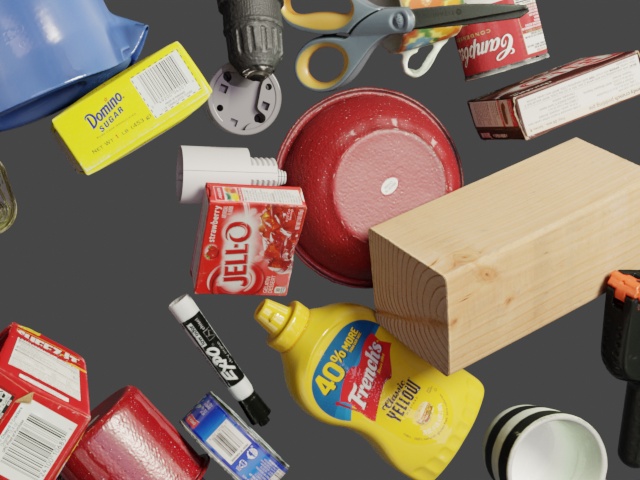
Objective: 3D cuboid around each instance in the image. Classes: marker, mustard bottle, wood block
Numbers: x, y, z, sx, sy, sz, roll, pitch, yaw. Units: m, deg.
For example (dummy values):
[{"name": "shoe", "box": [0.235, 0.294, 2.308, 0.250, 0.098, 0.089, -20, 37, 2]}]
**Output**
[{"name": "marker", "box": [-0.076, 0.095, 0.827, 0.020, 0.020, 0.121, -36, 101, -10]}, {"name": "mustard bottle", "box": [0.030, 0.104, 0.835, 0.191, 0.058, 0.096, 34, 83, -14]}, {"name": "wood block", "box": [0.148, 0.007, 0.808, 0.205, 0.091, 0.090, -24, 127, -25]}]

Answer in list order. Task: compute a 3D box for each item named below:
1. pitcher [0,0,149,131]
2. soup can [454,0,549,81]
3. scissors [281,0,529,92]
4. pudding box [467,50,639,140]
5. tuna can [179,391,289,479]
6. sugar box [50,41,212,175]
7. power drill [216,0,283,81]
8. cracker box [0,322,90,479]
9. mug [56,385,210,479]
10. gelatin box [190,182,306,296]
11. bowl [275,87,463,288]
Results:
[{"name": "pitcher", "box": [-0.241, -0.192, 0.713, 0.149, 0.145, 0.243, -31, 99, -45]}, {"name": "soup can", "box": [0.133, -0.183, 0.836, 0.068, 0.069, 0.102, -18, 98, -13]}, {"name": "scissors", "box": [0.051, -0.143, 0.781, 0.016, 0.202, 0.096, -24, 128, -52]}, {"name": "pudding box", "box": [0.186, -0.114, 0.844, 0.113, 0.090, 0.039, -24, 100, -12]}, {"name": "tuna can", "box": [-0.064, 0.153, 0.800, 0.033, 0.086, 0.086, -46, 103, -9]}, {"name": "sugar box", "box": [-0.133, -0.085, 0.718, 0.093, 0.176, 0.048, -34, 103, -11]}, {"name": "power drill", "box": [-0.100, -0.210, 0.726, 0.187, 0.057, 0.184, 10, 68, -47]}, {"name": "cracker box", "box": [-0.222, 0.147, 0.692, 0.072, 0.214, 0.164, 32, 85, -13]}, {"name": "mug", "box": [-0.150, 0.167, 0.785, 0.117, 0.093, 0.081, -36, 99, 28]}, {"name": "gelatin box", "box": [-0.055, 0.001, 0.799, 0.073, 0.030, 0.089, 3, 127, -16]}, {"name": "bowl", "box": [0.046, -0.040, 0.831, 0.162, 0.055, 0.162, -1, 94, -15]}]
